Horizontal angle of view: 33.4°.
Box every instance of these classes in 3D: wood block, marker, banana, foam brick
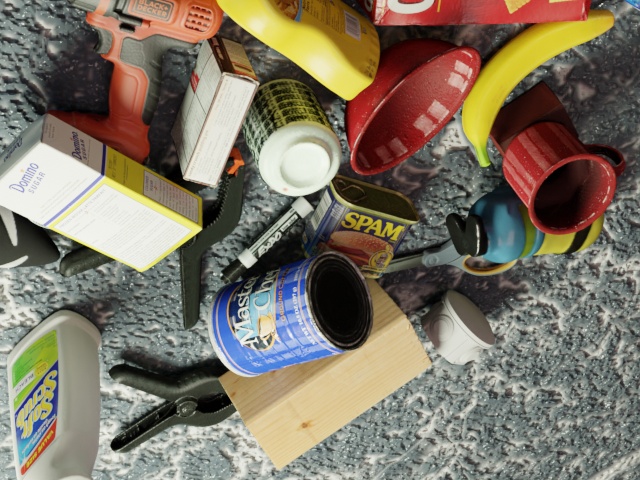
[{"bbox_3d":[0.006,0.145,1.180,0.206,0.090,0.090,-34,129,-5],"label":"wood block"},{"bbox_3d":[-0.057,0.001,1.105,0.121,0.020,0.020,-44,127,-2],"label":"marker"},{"bbox_3d":[0.204,-0.168,1.066,0.069,0.037,0.198,40,98,-7],"label":"banana"},{"bbox_3d":[0.218,-0.116,1.109,0.078,0.051,0.053,-34,128,7],"label":"foam brick"}]

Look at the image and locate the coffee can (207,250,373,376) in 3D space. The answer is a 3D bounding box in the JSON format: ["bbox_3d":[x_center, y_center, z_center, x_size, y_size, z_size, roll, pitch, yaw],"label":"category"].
[{"bbox_3d":[-0.031,0.077,1.094,0.141,0.102,0.102,-19,136,38],"label":"coffee can"}]

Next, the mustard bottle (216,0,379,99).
[{"bbox_3d":[-0.033,-0.205,0.935,0.191,0.096,0.058,30,131,-32],"label":"mustard bottle"}]

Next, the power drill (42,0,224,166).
[{"bbox_3d":[-0.195,-0.159,0.940,0.184,0.057,0.188,12,120,-22],"label":"power drill"}]

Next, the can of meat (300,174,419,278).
[{"bbox_3d":[0.039,-0.012,1.121,0.102,0.057,0.084,15,121,-25],"label":"can of meat"}]

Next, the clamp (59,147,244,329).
[{"bbox_3d":[-0.138,-0.003,1.081,0.210,0.036,0.164,-44,126,14],"label":"clamp"}]

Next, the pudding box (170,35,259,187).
[{"bbox_3d":[-0.099,-0.119,0.979,0.039,0.090,0.114,11,119,-24],"label":"pudding box"}]

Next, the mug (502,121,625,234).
[{"bbox_3d":[0.245,-0.070,1.064,0.117,0.081,0.093,-19,129,-5],"label":"mug"}]

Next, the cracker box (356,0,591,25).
[{"bbox_3d":[0.149,-0.281,0.958,0.213,0.072,0.164,-4,124,-14],"label":"cracker box"}]

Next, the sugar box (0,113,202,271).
[{"bbox_3d":[-0.202,-0.040,0.965,0.093,0.048,0.176,-34,131,31],"label":"sugar box"}]

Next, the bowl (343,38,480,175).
[{"bbox_3d":[0.076,-0.139,1.018,0.162,0.055,0.162,-35,160,-15],"label":"bowl"}]

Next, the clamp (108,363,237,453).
[{"bbox_3d":[-0.160,0.173,1.197,0.171,0.039,0.120,-15,132,-15],"label":"clamp"}]

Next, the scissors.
[{"bbox_3d":[0.134,0.003,1.187,0.201,0.016,0.096,3,121,-20],"label":"scissors"}]

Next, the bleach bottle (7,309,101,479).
[{"bbox_3d":[-0.252,0.182,1.038,0.103,0.251,0.068,-39,127,10],"label":"bleach bottle"}]
